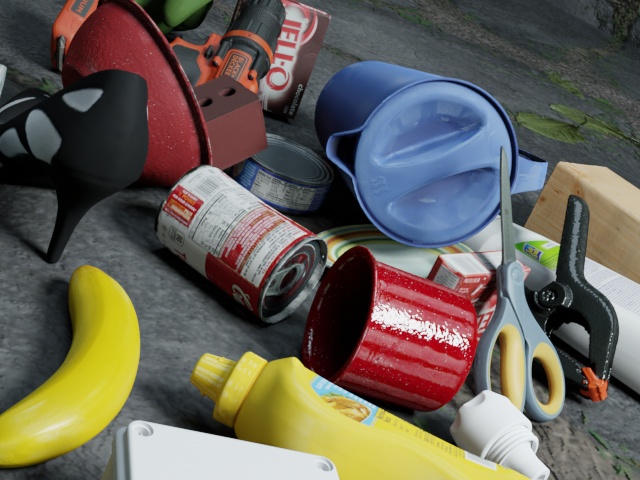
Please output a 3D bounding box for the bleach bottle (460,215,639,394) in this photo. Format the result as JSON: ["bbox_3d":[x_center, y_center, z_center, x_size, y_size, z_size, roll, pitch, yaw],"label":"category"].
[{"bbox_3d":[0.207,0.041,0.899,0.251,0.068,0.102,34,26,27],"label":"bleach bottle"}]

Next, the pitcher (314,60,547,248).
[{"bbox_3d":[0.078,-0.087,0.925,0.149,0.145,0.243,52,2,-19],"label":"pitcher"}]

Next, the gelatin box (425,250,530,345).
[{"bbox_3d":[0.105,0.046,0.777,0.089,0.073,0.030,-2,36,-47],"label":"gelatin box"}]

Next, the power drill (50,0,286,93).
[{"bbox_3d":[-0.136,-0.185,0.974,0.187,0.057,0.184,20,54,1],"label":"power drill"}]

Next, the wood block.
[{"bbox_3d":[0.300,0.018,0.999,0.090,0.090,0.206,0,33,-43],"label":"wood block"}]

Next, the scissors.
[{"bbox_3d":[0.145,0.040,0.755,0.096,0.016,0.201,31,59,-34],"label":"scissors"}]

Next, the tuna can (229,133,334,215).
[{"bbox_3d":[-0.033,-0.057,0.911,0.086,0.034,0.086,20,24,-10],"label":"tuna can"}]

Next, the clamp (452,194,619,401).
[{"bbox_3d":[0.169,0.049,0.827,0.039,0.120,0.171,49,25,-49],"label":"clamp"}]

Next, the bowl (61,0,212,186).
[{"bbox_3d":[-0.146,-0.100,0.794,0.055,0.162,0.162,-30,51,-23],"label":"bowl"}]

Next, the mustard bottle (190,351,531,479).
[{"bbox_3d":[0.018,0.111,0.565,0.192,0.058,0.096,27,-1,7],"label":"mustard bottle"}]

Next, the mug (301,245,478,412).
[{"bbox_3d":[0.040,0.061,0.684,0.081,0.093,0.117,20,-13,-21],"label":"mug"}]

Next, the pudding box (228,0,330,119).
[{"bbox_3d":[-0.051,-0.189,1.070,0.090,0.113,0.039,16,17,-18],"label":"pudding box"}]

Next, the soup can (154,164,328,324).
[{"bbox_3d":[-0.055,0.001,0.727,0.102,0.069,0.068,35,26,23],"label":"soup can"}]

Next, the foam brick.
[{"bbox_3d":[-0.090,-0.091,0.862,0.078,0.051,0.053,-28,42,-23],"label":"foam brick"}]

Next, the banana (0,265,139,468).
[{"bbox_3d":[-0.130,0.064,0.562,0.069,0.037,0.197,25,23,-1],"label":"banana"}]
